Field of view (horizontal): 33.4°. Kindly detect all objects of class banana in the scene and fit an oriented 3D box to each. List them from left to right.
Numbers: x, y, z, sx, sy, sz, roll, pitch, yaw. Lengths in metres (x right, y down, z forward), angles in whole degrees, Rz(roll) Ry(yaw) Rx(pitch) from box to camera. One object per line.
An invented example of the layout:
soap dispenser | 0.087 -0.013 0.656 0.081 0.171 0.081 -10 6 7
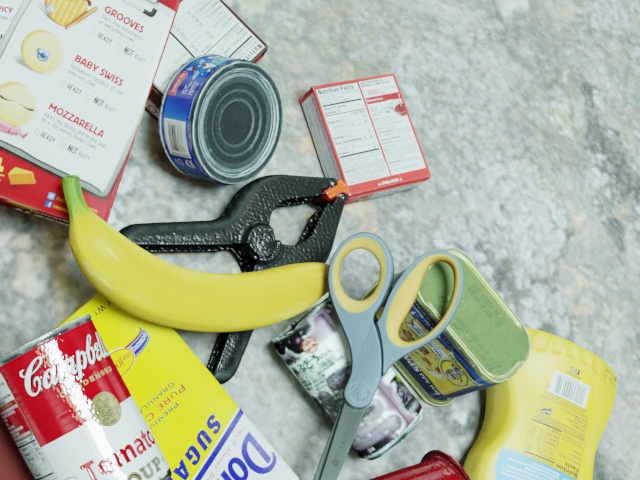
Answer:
banana | -0.075 0.023 0.658 0.197 0.037 0.069 21 88 -33

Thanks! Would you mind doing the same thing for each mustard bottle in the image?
mustard bottle | 0.149 0.165 0.755 0.096 0.058 0.191 27 64 -17

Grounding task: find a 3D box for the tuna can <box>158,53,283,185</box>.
tuna can | -0.065 -0.081 0.717 0.085 0.034 0.086 -18 115 -44

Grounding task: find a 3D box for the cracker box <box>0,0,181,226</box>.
cracker box | -0.181 -0.129 0.661 0.164 0.072 0.213 19 83 -17

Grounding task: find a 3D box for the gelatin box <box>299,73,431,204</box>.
gelatin box | 0.033 -0.076 0.797 0.073 0.030 0.089 -14 80 -26

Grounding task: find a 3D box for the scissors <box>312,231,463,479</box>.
scissors | 0.013 0.080 0.683 0.096 0.016 0.201 37 83 7

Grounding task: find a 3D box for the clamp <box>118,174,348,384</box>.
clamp | -0.055 0.001 0.726 0.120 0.039 0.171 51 60 -14

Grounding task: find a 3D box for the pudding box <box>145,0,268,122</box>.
pudding box | -0.107 -0.142 0.749 0.113 0.039 0.090 45 62 -7

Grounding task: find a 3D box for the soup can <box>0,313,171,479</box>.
soup can | -0.135 0.101 0.591 0.068 0.069 0.102 -28 90 -29

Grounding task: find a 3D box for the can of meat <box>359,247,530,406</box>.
can of meat | 0.086 0.061 0.746 0.057 0.084 0.102 -41 93 -29

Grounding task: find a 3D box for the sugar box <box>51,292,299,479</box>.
sugar box | -0.102 0.118 0.663 0.176 0.048 0.093 49 61 -2
